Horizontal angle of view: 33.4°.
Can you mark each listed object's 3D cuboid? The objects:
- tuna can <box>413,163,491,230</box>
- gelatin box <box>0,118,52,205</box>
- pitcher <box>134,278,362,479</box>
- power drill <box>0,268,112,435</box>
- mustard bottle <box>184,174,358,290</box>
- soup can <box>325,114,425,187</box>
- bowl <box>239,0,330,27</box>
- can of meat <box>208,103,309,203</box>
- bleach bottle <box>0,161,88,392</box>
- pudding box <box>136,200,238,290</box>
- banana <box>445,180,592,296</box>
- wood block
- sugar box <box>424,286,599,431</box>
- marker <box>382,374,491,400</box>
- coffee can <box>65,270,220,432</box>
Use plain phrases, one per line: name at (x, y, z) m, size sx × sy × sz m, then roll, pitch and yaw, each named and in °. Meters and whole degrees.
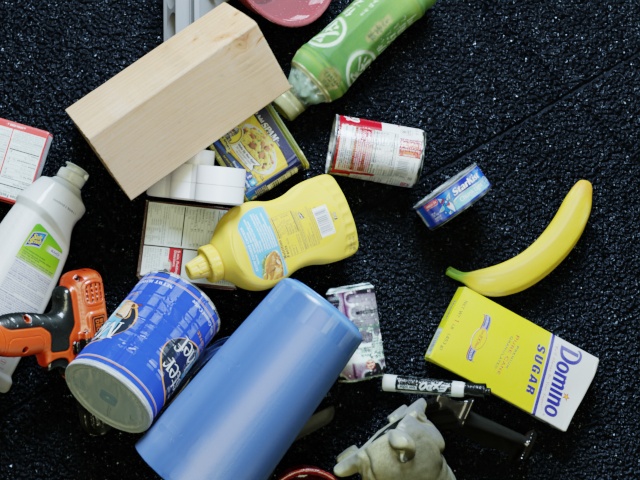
tuna can at (0.147, -0.048, 1.189) m, size 0.086 × 0.086 × 0.034 m, roll -36°, pitch 91°, yaw -6°
gelatin box at (-0.347, -0.087, 1.187) m, size 0.073 × 0.030 × 0.089 m, roll 16°, pitch 85°, yaw -4°
pitcher at (-0.075, 0.158, 1.114) m, size 0.149 × 0.145 × 0.243 m, roll 38°, pitch 83°, yaw 4°
power drill at (-0.294, 0.132, 1.110) m, size 0.057 × 0.187 × 0.184 m, roll -3°, pitch 97°, yaw 38°
mustard bottle at (-0.058, 0.001, 1.158) m, size 0.191 × 0.058 × 0.096 m, roll -22°, pitch 94°, yaw -24°
soup can at (0.061, -0.099, 1.195) m, size 0.102 × 0.068 × 0.068 m, roll 9°, pitch 85°, yaw -4°
bowl at (-0.057, -0.312, 1.187) m, size 0.161 × 0.055 × 0.162 m, roll 5°, pitch 83°, yaw -41°
can of meat at (-0.075, -0.103, 1.193) m, size 0.084 × 0.057 × 0.102 m, roll -33°, pitch 88°, yaw -3°
bleach bottle at (-0.321, 0.032, 1.156) m, size 0.068 × 0.102 × 0.250 m, roll 20°, pitch 75°, yaw 36°
pudding box at (-0.144, 0.005, 1.190) m, size 0.113 × 0.039 × 0.090 m, roll 7°, pitch 84°, yaw -6°
banana at (0.242, 0.009, 1.215) m, size 0.197 × 0.037 × 0.069 m, roll -33°, pitch 89°, yaw -5°
wood block at (-0.149, -0.148, 1.119) m, size 0.206 × 0.090 × 0.090 m, roll -36°, pitch 127°, yaw -8°
sugar box at (0.215, 0.133, 1.200) m, size 0.176 × 0.048 × 0.093 m, roll 27°, pitch 85°, yaw 0°
marker at (0.129, 0.162, 1.183) m, size 0.121 × 0.020 × 0.020 m, roll 3°, pitch 85°, yaw 20°
coffee can at (-0.184, 0.115, 1.117) m, size 0.103 × 0.103 × 0.140 m, roll 36°, pitch 52°, yaw -1°
